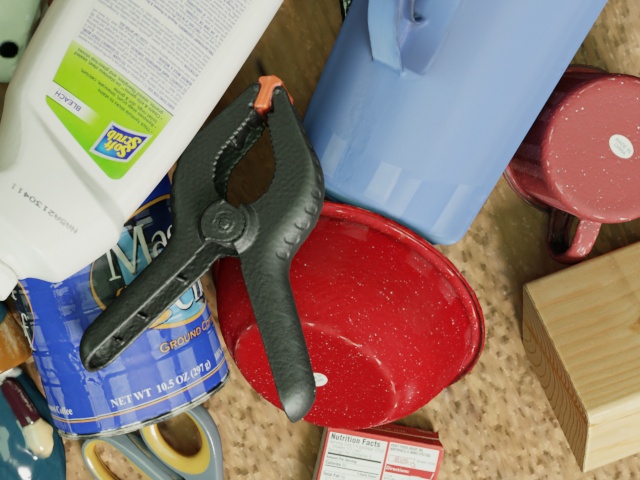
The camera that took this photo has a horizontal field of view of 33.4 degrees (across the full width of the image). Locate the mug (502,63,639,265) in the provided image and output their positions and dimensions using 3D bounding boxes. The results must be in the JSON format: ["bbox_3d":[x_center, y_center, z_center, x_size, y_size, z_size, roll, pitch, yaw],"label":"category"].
[{"bbox_3d":[0.153,-0.043,0.611,0.093,0.081,0.117,14,98,-6],"label":"mug"}]

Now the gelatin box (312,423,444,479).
[{"bbox_3d":[0.031,0.156,0.660,0.073,0.030,0.089,11,98,-4],"label":"gelatin box"}]

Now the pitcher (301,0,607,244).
[{"bbox_3d":[0.075,-0.125,0.561,0.149,0.145,0.243,23,102,-20],"label":"pitcher"}]

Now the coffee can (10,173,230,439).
[{"bbox_3d":[-0.118,0.025,0.593,0.103,0.103,0.140,-16,100,-1],"label":"coffee can"}]

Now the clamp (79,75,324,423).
[{"bbox_3d":[-0.053,0.001,0.532,0.120,0.039,0.171,5,72,7],"label":"clamp"}]

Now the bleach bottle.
[{"bbox_3d":[-0.104,-0.080,0.516,0.102,0.068,0.250,35,68,-9],"label":"bleach bottle"}]

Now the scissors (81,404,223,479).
[{"bbox_3d":[-0.049,0.160,0.642,0.202,0.016,0.096,30,115,1],"label":"scissors"}]

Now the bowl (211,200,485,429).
[{"bbox_3d":[0.005,0.054,0.582,0.162,0.055,0.162,14,139,12],"label":"bowl"}]
